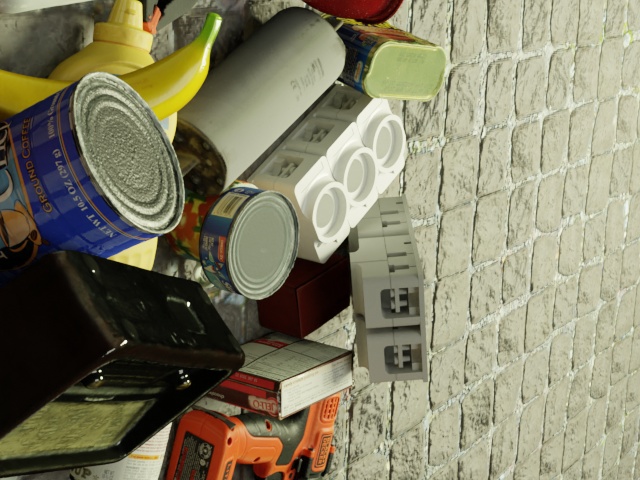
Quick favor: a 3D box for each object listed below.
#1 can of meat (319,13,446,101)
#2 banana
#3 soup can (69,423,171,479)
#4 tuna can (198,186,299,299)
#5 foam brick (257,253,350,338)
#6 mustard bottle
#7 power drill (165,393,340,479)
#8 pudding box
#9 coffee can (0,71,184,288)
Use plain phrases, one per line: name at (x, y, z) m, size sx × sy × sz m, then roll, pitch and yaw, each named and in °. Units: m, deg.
can of meat at (0.051, -0.163, 0.953) m, size 0.101 × 0.084 × 0.057 m, roll -4°, pitch 118°, yaw -41°
banana at (-0.155, -0.099, 0.689) m, size 0.197 × 0.037 × 0.069 m, roll -13°, pitch 98°, yaw -19°
soup can at (-0.148, 0.138, 0.816) m, size 0.068 × 0.069 × 0.102 m, roll 15°, pitch 90°, yaw -55°
tuna can at (-0.055, 0.001, 0.834) m, size 0.085 × 0.034 × 0.086 m, roll -20°, pitch 116°, yaw -50°
foam brick at (-0.016, 0.047, 0.982) m, size 0.078 × 0.051 × 0.053 m, roll -30°, pitch 125°, yaw -45°
mustard bottle at (-0.150, -0.073, 0.747) m, size 0.096 × 0.058 × 0.191 m, roll 9°, pitch 92°, yaw -30°
power drill at (-0.061, 0.215, 0.972) m, size 0.187 × 0.057 × 0.184 m, roll 4°, pitch 100°, yaw -56°
pudding box at (-0.036, 0.117, 0.942) m, size 0.113 × 0.090 × 0.039 m, roll -17°, pitch 113°, yaw -51°
coffee can at (-0.168, -0.026, 0.643) m, size 0.102 × 0.140 × 0.103 m, roll 49°, pitch 28°, yaw -38°
